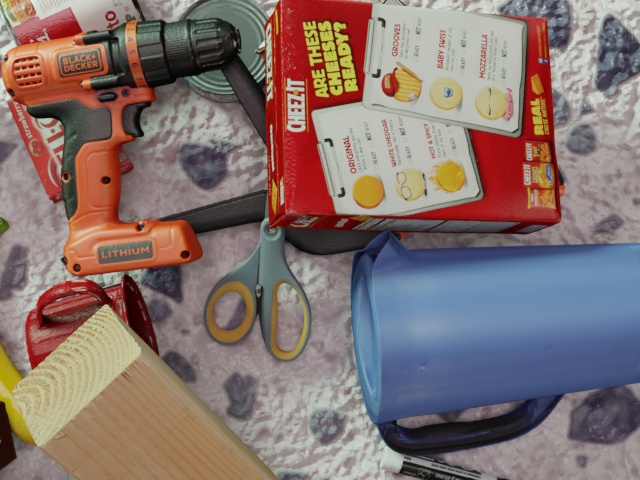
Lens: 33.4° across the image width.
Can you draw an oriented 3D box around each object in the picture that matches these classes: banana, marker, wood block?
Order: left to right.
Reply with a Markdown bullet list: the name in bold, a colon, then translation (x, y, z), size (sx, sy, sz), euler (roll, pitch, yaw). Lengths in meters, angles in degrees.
- **banana**: translation (-0.257, 0.081, 0.844), size (0.069, 0.037, 0.198), euler (-18, 83, -4)
- **wood block**: translation (-0.110, 0.156, 0.762), size (0.090, 0.090, 0.206), euler (-43, 122, -8)
- **marker**: translation (0.108, 0.189, 0.853), size (0.121, 0.020, 0.020), euler (15, 82, 0)

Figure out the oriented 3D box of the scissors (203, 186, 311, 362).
- **scissors**: translation (-0.056, 0.001, 0.845), size (0.096, 0.016, 0.202), euler (-8, 101, 6)

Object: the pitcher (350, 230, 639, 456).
- **pitcher**: translation (0.146, 0.074, 0.825), size (0.242, 0.149, 0.145), euler (-4, 65, -6)

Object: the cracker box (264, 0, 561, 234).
- **cracker box**: translation (0.067, -0.089, 0.806), size (0.213, 0.072, 0.164), euler (1, 79, -15)

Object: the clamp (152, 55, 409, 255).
- **clamp**: translation (-0.024, -0.056, 0.859), size (0.210, 0.036, 0.164), euler (15, 101, -2)

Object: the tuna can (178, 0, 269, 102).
- **tuna can**: translation (-0.078, -0.158, 0.885), size (0.086, 0.034, 0.086), euler (0, 83, -2)

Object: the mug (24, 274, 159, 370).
- **mug**: translation (-0.177, 0.074, 0.814), size (0.081, 0.117, 0.093), euler (-16, 48, 0)

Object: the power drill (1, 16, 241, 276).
- **power drill**: translation (-0.141, -0.072, 0.820), size (0.184, 0.057, 0.187), euler (-8, 93, 6)

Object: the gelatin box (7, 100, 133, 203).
- **gelatin box**: translation (-0.203, -0.085, 0.872), size (0.073, 0.030, 0.089), euler (-23, 84, -5)

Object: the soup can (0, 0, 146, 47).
- **soup can**: translation (-0.200, -0.183, 0.867), size (0.102, 0.068, 0.068), euler (-26, 84, -6)
